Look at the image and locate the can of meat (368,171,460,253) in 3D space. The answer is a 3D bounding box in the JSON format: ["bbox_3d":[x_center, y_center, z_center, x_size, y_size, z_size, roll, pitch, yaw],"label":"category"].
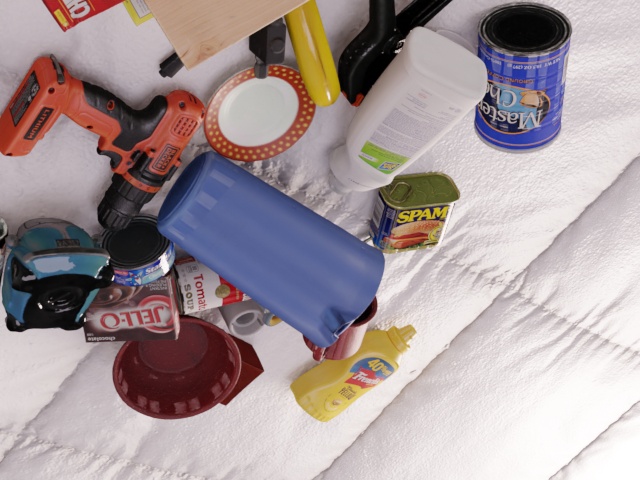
[{"bbox_3d":[0.115,-0.034,1.340,0.102,0.057,0.084,-7,137,-19],"label":"can of meat"}]

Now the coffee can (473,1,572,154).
[{"bbox_3d":[0.228,-0.184,1.215,0.102,0.103,0.140,-17,136,-11],"label":"coffee can"}]

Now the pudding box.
[{"bbox_3d":[-0.226,0.073,1.253,0.113,0.039,0.090,-1,120,4],"label":"pudding box"}]

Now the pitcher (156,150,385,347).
[{"bbox_3d":[-0.058,0.001,1.207,0.242,0.149,0.145,34,70,-18],"label":"pitcher"}]

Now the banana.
[{"bbox_3d":[-0.012,-0.204,1.104,0.037,0.070,0.198,-20,138,-1],"label":"banana"}]

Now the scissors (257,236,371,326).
[{"bbox_3d":[-0.003,0.051,1.354,0.201,0.016,0.096,-26,153,-36],"label":"scissors"}]

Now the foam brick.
[{"bbox_3d":[-0.125,0.172,1.425,0.078,0.051,0.052,-42,134,16],"label":"foam brick"}]

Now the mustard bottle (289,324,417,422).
[{"bbox_3d":[0.056,0.180,1.517,0.192,0.058,0.096,-37,137,10],"label":"mustard bottle"}]

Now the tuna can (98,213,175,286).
[{"bbox_3d":[-0.207,0.011,1.203,0.086,0.086,0.034,-17,138,-10],"label":"tuna can"}]

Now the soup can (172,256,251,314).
[{"bbox_3d":[-0.127,0.047,1.291,0.102,0.068,0.068,-12,135,-15],"label":"soup can"}]

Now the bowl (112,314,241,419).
[{"bbox_3d":[-0.185,0.149,1.357,0.162,0.055,0.162,-6,123,-10],"label":"bowl"}]

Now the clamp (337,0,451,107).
[{"bbox_3d":[0.083,-0.225,1.132,0.164,0.036,0.210,-21,156,-34],"label":"clamp"}]

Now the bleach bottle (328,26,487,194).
[{"bbox_3d":[0.074,-0.126,1.186,0.102,0.068,0.251,24,143,-19],"label":"bleach bottle"}]

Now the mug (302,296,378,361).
[{"bbox_3d":[0.018,0.111,1.395,0.093,0.117,0.082,22,135,6],"label":"mug"}]

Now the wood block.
[{"bbox_3d":[-0.060,-0.255,0.950,0.206,0.090,0.090,-30,138,1],"label":"wood block"}]

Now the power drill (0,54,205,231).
[{"bbox_3d":[-0.235,-0.099,1.106,0.187,0.057,0.185,18,118,-41],"label":"power drill"}]

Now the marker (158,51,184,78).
[{"bbox_3d":[-0.118,-0.207,1.084,0.121,0.020,0.020,-39,136,13],"label":"marker"}]
